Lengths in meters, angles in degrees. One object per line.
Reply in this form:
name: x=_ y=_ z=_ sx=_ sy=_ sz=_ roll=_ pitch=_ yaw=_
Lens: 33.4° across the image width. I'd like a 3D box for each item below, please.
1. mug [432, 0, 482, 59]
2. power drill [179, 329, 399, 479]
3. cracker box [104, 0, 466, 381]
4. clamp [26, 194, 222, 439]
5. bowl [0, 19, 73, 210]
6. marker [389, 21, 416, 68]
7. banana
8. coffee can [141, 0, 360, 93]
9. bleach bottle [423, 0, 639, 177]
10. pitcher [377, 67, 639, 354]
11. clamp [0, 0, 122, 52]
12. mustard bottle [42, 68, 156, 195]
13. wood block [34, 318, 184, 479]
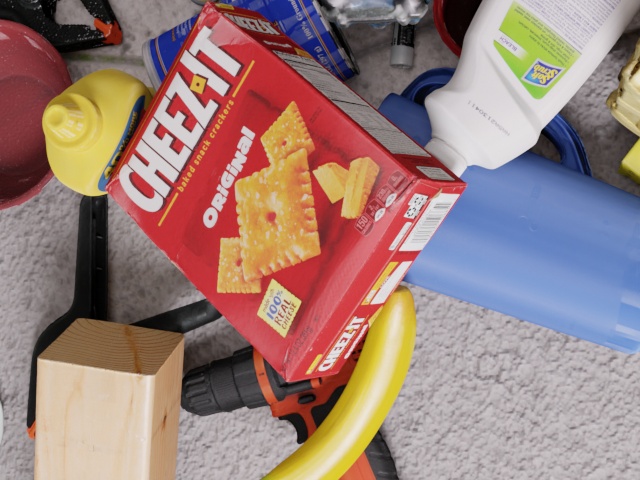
mug: x=0.147 y=-0.171 z=0.807 sx=0.117 sy=0.081 sz=0.093 roll=-10 pitch=86 yaw=12
power drill: x=-0.010 y=0.166 z=0.840 sx=0.184 sy=0.057 sz=0.187 roll=-17 pitch=84 yaw=11
cracker box: x=-0.033 y=-0.036 z=0.725 sx=0.214 sy=0.072 sz=0.164 roll=43 pitch=112 yaw=26
clamp: x=-0.174 y=0.083 z=0.880 sx=0.165 sy=0.036 sz=0.210 roll=31 pitch=99 yaw=25
bowl: x=-0.271 y=-0.103 z=0.908 sx=0.162 sy=0.055 sz=0.162 roll=0 pitch=88 yaw=12
marker: x=0.071 y=-0.199 z=0.857 sx=0.020 sy=0.020 sz=0.121 roll=5 pitch=89 yaw=12
banana: x=0.020 y=0.123 z=0.776 sx=0.037 sy=0.069 sz=0.198 roll=40 pitch=97 yaw=38
coffee can: x=-0.054 y=-0.143 z=0.839 sx=0.140 sy=0.102 sz=0.103 roll=-27 pitch=83 yaw=10
bleach bottle: x=0.145 y=-0.147 z=0.724 sx=0.102 sy=0.068 sz=0.251 roll=38 pitch=85 yaw=4
pitcher: x=0.140 y=-0.018 z=0.786 sx=0.243 sy=0.144 sz=0.149 roll=21 pitch=119 yaw=8
clamp: x=-0.243 y=-0.222 z=0.917 sx=0.171 sy=0.039 sz=0.120 roll=19 pitch=97 yaw=9
mustard bottle: x=-0.160 y=-0.080 z=0.814 sx=0.058 sy=0.191 sz=0.096 roll=28 pitch=94 yaw=12
wood block: x=-0.164 y=0.176 z=0.826 sx=0.090 sy=0.090 sz=0.206 roll=8 pitch=106 yaw=6
